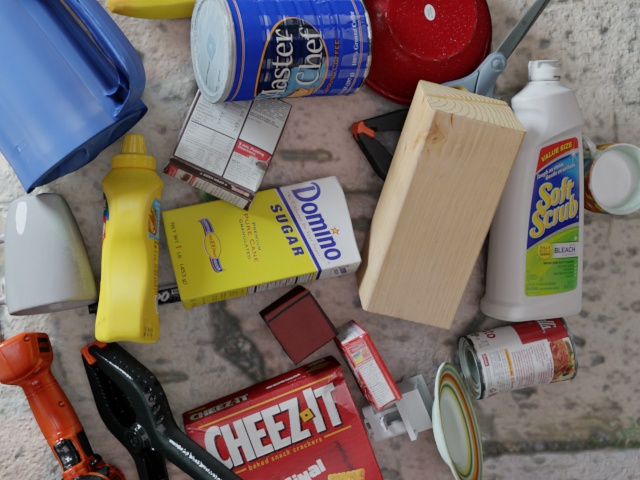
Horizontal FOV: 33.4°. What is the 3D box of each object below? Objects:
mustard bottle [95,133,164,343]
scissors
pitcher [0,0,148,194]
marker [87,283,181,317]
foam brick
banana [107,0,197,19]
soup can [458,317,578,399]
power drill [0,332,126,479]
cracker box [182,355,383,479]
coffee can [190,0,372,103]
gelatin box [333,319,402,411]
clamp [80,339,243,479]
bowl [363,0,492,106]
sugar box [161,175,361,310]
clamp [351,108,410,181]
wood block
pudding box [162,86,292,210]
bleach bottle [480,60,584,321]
[{"bbox_3d":[-0.174,-0.002,0.980,0.058,0.096,0.191,2,85,-4],"label":"mustard bottle"},{"bbox_3d":[0.174,-0.151,1.029,0.202,0.016,0.096,-38,110,3],"label":"scissors"},{"bbox_3d":[-0.268,-0.177,0.949,0.149,0.145,0.243,-36,95,-7],"label":"pitcher"},{"bbox_3d":[-0.165,0.055,1.037,0.121,0.020,0.020,-11,95,-8],"label":"marker"},{"bbox_3d":[-0.022,0.080,1.032,0.051,0.078,0.053,-35,96,-5],"label":"foam brick"},{"bbox_3d":[-0.099,-0.240,1.005,0.198,0.069,0.037,-12,80,8],"label":"banana"},{"bbox_3d":[0.198,0.118,1.075,0.102,0.068,0.068,-12,95,-8],"label":"soup can"},{"bbox_3d":[-0.238,0.175,0.959,0.057,0.184,0.187,-28,88,-7],"label":"power drill"},{"bbox_3d":[-0.022,0.243,1.044,0.164,0.072,0.214,-21,95,-8],"label":"cracker box"},{"bbox_3d":[-0.037,-0.181,0.985,0.140,0.103,0.103,-7,94,-24],"label":"coffee can"},{"bbox_3d":[0.042,0.120,1.039,0.030,0.089,0.073,-28,97,-6],"label":"gelatin box"},{"bbox_3d":[-0.164,0.189,1.011,0.036,0.165,0.210,-28,76,-44],"label":"clamp"},{"bbox_3d":[0.100,-0.214,1.038,0.162,0.055,0.162,1,86,-12],"label":"bowl"},{"bbox_3d":[-0.057,0.001,1.027,0.176,0.048,0.093,-14,76,-6],"label":"sugar box"},{"bbox_3d":[0.109,-0.072,1.065,0.171,0.039,0.120,12,84,-12],"label":"clamp"},{"bbox_3d":[0.107,-0.032,1.004,0.090,0.090,0.206,13,114,-9],"label":"wood block"},{"bbox_3d":[-0.087,-0.097,1.012,0.090,0.039,0.113,24,60,-9],"label":"pudding box"},{"bbox_3d":[0.212,-0.051,1.055,0.102,0.068,0.251,-4,98,-25],"label":"bleach bottle"}]
